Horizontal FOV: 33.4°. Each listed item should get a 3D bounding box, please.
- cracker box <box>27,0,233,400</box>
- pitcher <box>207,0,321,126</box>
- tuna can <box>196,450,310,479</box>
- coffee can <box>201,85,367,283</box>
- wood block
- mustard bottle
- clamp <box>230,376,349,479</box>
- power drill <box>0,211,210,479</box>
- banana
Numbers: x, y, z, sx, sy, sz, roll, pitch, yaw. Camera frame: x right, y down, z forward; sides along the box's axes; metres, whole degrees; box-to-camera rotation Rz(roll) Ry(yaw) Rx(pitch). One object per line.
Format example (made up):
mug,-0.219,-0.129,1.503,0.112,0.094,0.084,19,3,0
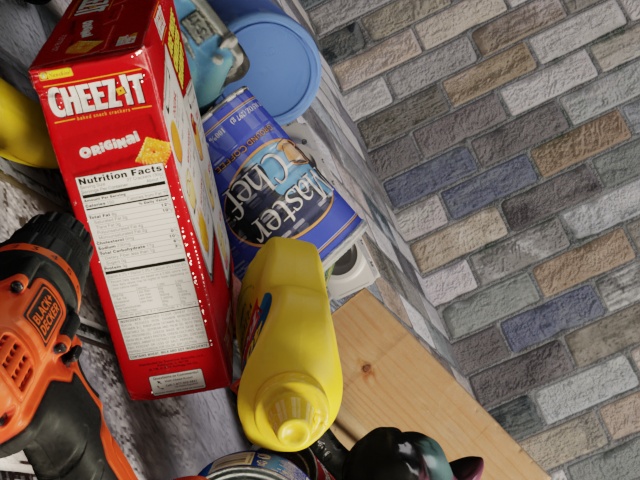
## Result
cracker box,-0.107,-0.035,0.656,0.164,0.072,0.214,-98,177,-64
pitcher,-0.082,-0.185,1.075,0.243,0.149,0.145,-127,-164,-72
tuna can,-0.040,0.165,0.611,0.086,0.086,0.033,64,7,-5
coffee can,-0.048,-0.030,0.804,0.140,0.103,0.102,49,10,-3
wood block,0.069,0.151,0.850,0.206,0.090,0.090,46,-24,15
mustard bottle,-0.020,0.070,0.637,0.191,0.058,0.096,-105,-152,-71
clamp,0.002,0.165,0.821,0.171,0.120,0.039,49,55,-6
power drill,-0.110,0.087,0.518,0.187,0.057,0.184,59,14,-19
banana,-0.177,-0.075,0.636,0.197,0.037,0.069,36,31,-72
